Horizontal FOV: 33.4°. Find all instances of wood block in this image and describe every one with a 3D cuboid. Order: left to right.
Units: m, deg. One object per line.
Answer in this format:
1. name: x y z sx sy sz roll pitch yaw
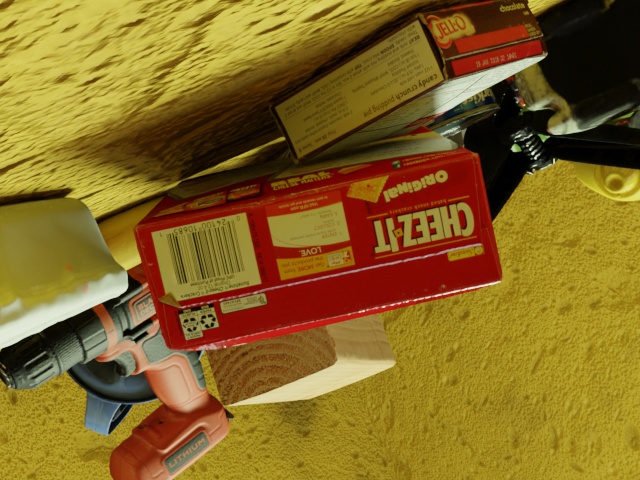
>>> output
1. wood block: -0.015 0.070 0.830 0.090 0.091 0.206 -22 168 12

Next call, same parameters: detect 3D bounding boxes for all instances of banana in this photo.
1. banana: -0.159 0.013 0.743 0.198 0.037 0.069 -24 177 19

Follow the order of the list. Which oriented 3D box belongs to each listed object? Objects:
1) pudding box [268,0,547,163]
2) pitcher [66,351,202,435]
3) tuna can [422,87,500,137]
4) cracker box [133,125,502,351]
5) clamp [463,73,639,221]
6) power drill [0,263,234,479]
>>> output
1. pudding box: 0.044 -0.081 0.538 0.089 0.039 0.114 -20 175 -45
2. pitcher: -0.164 0.080 1.024 0.149 0.145 0.243 -26 180 3
3. tuna can: 0.078 -0.089 0.736 0.086 0.034 0.086 -23 178 -1
4. cracker box: -0.002 -0.009 0.592 0.164 0.072 0.213 -13 -171 1
5. clamp: 0.151 -0.068 0.724 0.165 0.036 0.210 -24 -152 26
6. power drill: -0.147 0.107 0.825 0.184 0.187 0.057 -34 -139 -31
